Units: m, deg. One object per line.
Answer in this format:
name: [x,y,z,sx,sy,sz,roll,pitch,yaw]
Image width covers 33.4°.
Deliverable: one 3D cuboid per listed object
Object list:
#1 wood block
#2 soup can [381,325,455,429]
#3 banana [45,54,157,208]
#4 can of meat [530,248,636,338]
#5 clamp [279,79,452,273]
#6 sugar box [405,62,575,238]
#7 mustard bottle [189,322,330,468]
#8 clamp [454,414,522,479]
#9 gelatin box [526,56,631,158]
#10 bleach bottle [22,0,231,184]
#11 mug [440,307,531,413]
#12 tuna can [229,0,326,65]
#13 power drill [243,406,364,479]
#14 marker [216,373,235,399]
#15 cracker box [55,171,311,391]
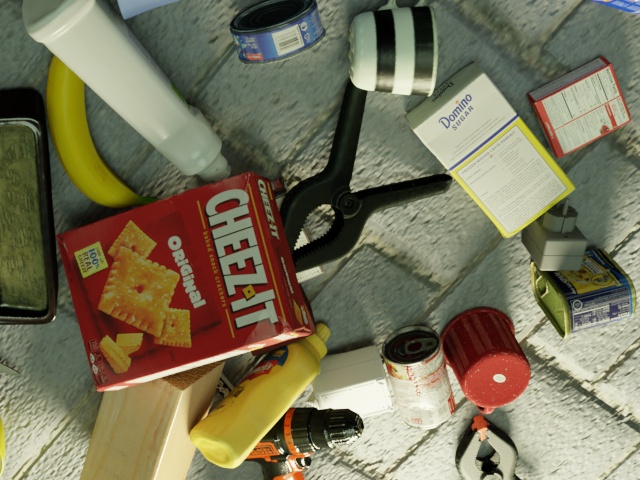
wood block: [-0.189,0.208,1.171,0.090,0.090,0.206,28,117,16]
soup can: [0.114,0.158,1.228,0.068,0.068,0.102,-17,121,0]
banana: [-0.228,-0.103,1.039,0.069,0.037,0.198,-32,124,-18]
can of meat: [0.291,0.055,1.184,0.084,0.102,0.057,-14,120,-5]
clamp: [0.032,-0.041,1.095,0.164,0.036,0.210,37,90,-27]
sugar box: [0.178,-0.092,1.112,0.093,0.048,0.176,-38,115,11]
mustard bottle: [-0.055,0.161,1.164,0.058,0.096,0.191,49,64,-9]
clamp: [0.204,0.299,1.342,0.120,0.039,0.171,-24,114,-1]
gelatin box: [0.270,-0.139,1.111,0.089,0.030,0.073,-28,119,5]
bleach bottle: [-0.164,-0.136,0.982,0.068,0.103,0.250,-37,126,6]
mug: [0.190,0.147,1.228,0.093,0.081,0.117,-2,119,-9]
tuna can: [-0.040,-0.196,0.989,0.086,0.086,0.034,-19,119,0]
power drill: [-0.014,0.261,1.233,0.185,0.057,0.187,-8,130,24]
marker: [-0.113,0.164,1.217,0.020,0.020,0.121,-30,120,7]
cracker box: [-0.136,0.042,1.049,0.214,0.072,0.164,-17,82,12]
